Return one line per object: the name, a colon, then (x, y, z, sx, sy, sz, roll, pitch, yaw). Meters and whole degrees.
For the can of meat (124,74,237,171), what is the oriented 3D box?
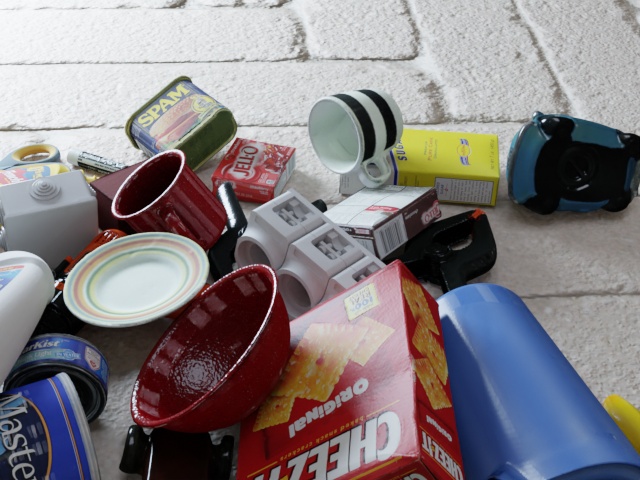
can of meat: (-0.158, -0.128, 1.221, 0.102, 0.057, 0.084, -42, 56, -15)

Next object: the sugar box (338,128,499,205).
sugar box: (0.112, -0.087, 1.208, 0.176, 0.048, 0.093, 6, 37, 3)

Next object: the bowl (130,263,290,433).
bowl: (-0.076, 0.097, 0.849, 0.162, 0.055, 0.162, -37, 24, 20)

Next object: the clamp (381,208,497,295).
clamp: (0.122, 0.029, 1.056, 0.165, 0.036, 0.209, 20, 38, 35)

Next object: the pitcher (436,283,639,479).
pitcher: (0.165, 0.147, 0.847, 0.145, 0.149, 0.243, -18, 36, -3)

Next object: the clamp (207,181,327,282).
clamp: (-0.057, 0.001, 1.087, 0.120, 0.039, 0.171, 1, 43, 5)

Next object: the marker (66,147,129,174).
marker: (-0.231, -0.080, 1.200, 0.121, 0.020, 0.020, 17, 39, 19)

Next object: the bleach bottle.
bleach bottle: (-0.279, 0.062, 0.862, 0.102, 0.068, 0.251, -12, 16, 2)

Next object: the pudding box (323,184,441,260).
pudding box: (0.057, -0.022, 1.100, 0.090, 0.039, 0.113, 5, 26, 42)

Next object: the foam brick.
foam brick: (-0.196, -0.043, 1.125, 0.078, 0.053, 0.051, -27, 46, -33)

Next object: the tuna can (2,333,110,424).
tuna can: (-0.218, 0.119, 0.881, 0.086, 0.086, 0.034, -2, 39, -6)

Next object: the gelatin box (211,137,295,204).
gelatin box: (-0.074, -0.078, 1.198, 0.073, 0.030, 0.089, 11, 37, 12)

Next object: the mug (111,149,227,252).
mug: (-0.143, -0.025, 1.054, 0.093, 0.081, 0.117, -41, 31, -1)

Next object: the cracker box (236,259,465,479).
cracker box: (0.017, 0.134, 0.819, 0.164, 0.072, 0.213, -31, 31, 21)

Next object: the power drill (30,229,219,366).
power drill: (-0.169, 0.069, 0.974, 0.188, 0.057, 0.184, 16, 42, 16)

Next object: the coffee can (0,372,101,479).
coffee can: (-0.246, 0.168, 0.799, 0.140, 0.103, 0.103, -15, 40, -22)

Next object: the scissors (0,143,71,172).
scissors: (-0.377, -0.079, 1.194, 0.201, 0.016, 0.096, 0, 35, -3)
